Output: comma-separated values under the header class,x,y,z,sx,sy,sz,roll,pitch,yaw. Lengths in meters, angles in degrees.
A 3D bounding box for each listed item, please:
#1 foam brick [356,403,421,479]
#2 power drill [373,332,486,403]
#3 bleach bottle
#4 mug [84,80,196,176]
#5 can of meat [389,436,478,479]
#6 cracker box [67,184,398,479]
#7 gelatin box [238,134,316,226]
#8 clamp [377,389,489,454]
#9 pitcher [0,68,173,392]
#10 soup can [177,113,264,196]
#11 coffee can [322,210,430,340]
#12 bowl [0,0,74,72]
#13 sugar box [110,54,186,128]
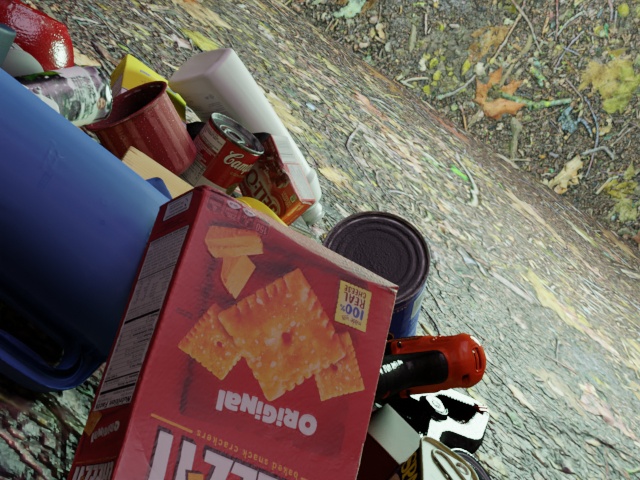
class,x,y,z,sx,sy,sz,roll,pitch,yaw
foam brick,0.045,0.178,0.891,0.053,0.051,0.078,44,18,17
power drill,0.017,0.116,0.878,0.187,0.185,0.057,-9,86,-49
bleach bottle,-0.079,-0.120,1.328,0.103,0.068,0.250,3,-44,52
mug,-0.182,-0.107,1.092,0.081,0.093,0.117,63,-12,-26
can of meat,0.074,0.210,0.805,0.057,0.084,0.102,36,17,-8
cracker box,-0.049,0.095,0.672,0.164,0.072,0.213,29,60,-27
gelatin box,-0.051,-0.058,1.157,0.030,0.073,0.089,1,58,-47
clamp,0.105,0.179,1.039,0.209,0.036,0.165,16,28,-43
pitcher,-0.205,-0.024,0.695,0.242,0.145,0.149,43,7,-35
soup can,-0.117,-0.076,1.141,0.068,0.102,0.068,34,17,-12
coffee can,0.049,0.050,1.038,0.103,0.102,0.140,45,-21,21
bowl,-0.321,-0.222,1.122,0.162,0.055,0.162,27,6,-3
sugar box,-0.207,-0.158,1.274,0.093,0.048,0.176,33,16,-22
